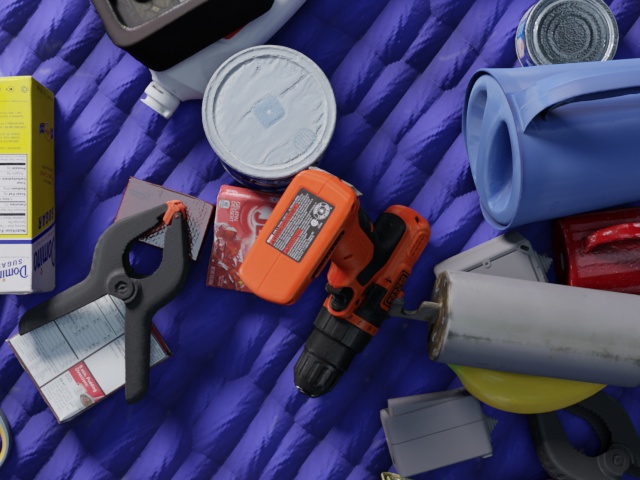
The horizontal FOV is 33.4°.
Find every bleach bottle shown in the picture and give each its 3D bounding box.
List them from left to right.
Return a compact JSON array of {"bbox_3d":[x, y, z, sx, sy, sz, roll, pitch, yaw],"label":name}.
[{"bbox_3d":[-0.063,-0.209,0.921,0.102,0.068,0.251,36,90,0],"label":"bleach bottle"}]

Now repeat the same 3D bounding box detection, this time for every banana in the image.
[{"bbox_3d":[0.198,0.108,0.902,0.197,0.037,0.069,-6,76,-22],"label":"banana"}]

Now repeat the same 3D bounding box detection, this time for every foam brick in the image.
[{"bbox_3d":[-0.133,-0.018,0.918,0.078,0.051,0.053,20,87,-2],"label":"foam brick"}]

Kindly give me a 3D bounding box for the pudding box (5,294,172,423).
[{"bbox_3d":[-0.198,0.092,0.921,0.113,0.039,0.090,-32,89,-4],"label":"pudding box"}]

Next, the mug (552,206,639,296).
[{"bbox_3d":[0.245,0.012,0.901,0.081,0.117,0.093,-7,74,3],"label":"mug"}]

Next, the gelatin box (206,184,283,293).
[{"bbox_3d":[-0.056,0.001,0.915,0.073,0.030,0.089,9,113,-2],"label":"gelatin box"}]

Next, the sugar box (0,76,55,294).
[{"bbox_3d":[-0.250,-0.043,0.895,0.048,0.093,0.176,-3,90,-2],"label":"sugar box"}]

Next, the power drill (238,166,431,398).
[{"bbox_3d":[0.007,0.034,0.860,0.057,0.187,0.184,29,86,27],"label":"power drill"}]

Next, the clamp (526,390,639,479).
[{"bbox_3d":[0.245,0.202,0.909,0.210,0.036,0.164,41,62,9],"label":"clamp"}]

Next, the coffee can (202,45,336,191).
[{"bbox_3d":[-0.041,-0.096,0.878,0.103,0.140,0.103,0,89,-2],"label":"coffee can"}]

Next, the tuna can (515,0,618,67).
[{"bbox_3d":[0.218,-0.178,0.942,0.086,0.034,0.086,0,89,-2],"label":"tuna can"}]

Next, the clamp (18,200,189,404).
[{"bbox_3d":[-0.154,0.048,0.879,0.120,0.039,0.171,40,99,-8],"label":"clamp"}]

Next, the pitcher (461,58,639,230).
[{"bbox_3d":[0.250,-0.094,0.880,0.242,0.149,0.145,-9,115,-9],"label":"pitcher"}]
